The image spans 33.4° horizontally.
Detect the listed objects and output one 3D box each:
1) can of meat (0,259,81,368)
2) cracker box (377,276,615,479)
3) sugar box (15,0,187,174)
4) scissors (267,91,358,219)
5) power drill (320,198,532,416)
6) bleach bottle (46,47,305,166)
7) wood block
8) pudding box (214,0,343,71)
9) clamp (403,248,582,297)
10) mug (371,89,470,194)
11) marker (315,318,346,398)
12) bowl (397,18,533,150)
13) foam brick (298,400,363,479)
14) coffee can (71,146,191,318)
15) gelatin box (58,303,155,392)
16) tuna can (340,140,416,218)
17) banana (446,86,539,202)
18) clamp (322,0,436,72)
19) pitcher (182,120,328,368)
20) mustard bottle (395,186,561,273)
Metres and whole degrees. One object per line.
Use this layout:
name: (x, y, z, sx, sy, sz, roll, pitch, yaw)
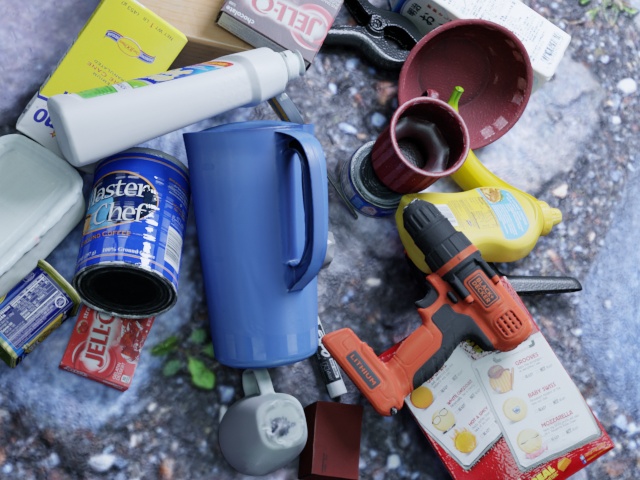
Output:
can of meat: (-0.283, 0.074, 1.029, 0.057, 0.102, 0.083, 45, 68, -1)
cracker box: (0.183, 0.171, 1.143, 0.164, 0.072, 0.214, -32, 85, -3)
sugar box: (-0.225, -0.163, 1.095, 0.093, 0.048, 0.176, 33, 97, -20)
scissors: (-0.011, -0.102, 1.158, 0.016, 0.096, 0.201, -37, 97, -3)
power drill: (0.095, 0.074, 1.091, 0.187, 0.057, 0.184, -38, 80, -4)
bleach bottle: (-0.137, -0.143, 1.060, 0.250, 0.103, 0.068, -20, 109, -17)
wood block: (-0.139, -0.239, 1.177, 0.206, 0.090, 0.091, 11, 70, -14)
pudding box: (-0.043, -0.244, 1.138, 0.113, 0.039, 0.090, 28, 66, -8)
clamp: (0.192, 0.057, 1.219, 0.210, 0.036, 0.164, 40, 67, 0)
mug: (0.108, -0.111, 1.182, 0.093, 0.082, 0.117, 14, 70, -13)
marker: (-0.001, 0.110, 1.152, 0.020, 0.020, 0.121, -16, 79, -22)
bowl: (0.163, -0.188, 1.251, 0.162, 0.055, 0.162, -4, 117, -8)
foam brick: (0.010, 0.210, 1.107, 0.053, 0.051, 0.078, 11, 70, -14)
coffee can: (-0.185, -0.008, 1.066, 0.102, 0.103, 0.140, 13, 55, -14)
gelatin box: (-0.215, 0.100, 1.080, 0.073, 0.030, 0.089, 22, 68, -10)
tuna can: (0.068, -0.071, 1.221, 0.086, 0.034, 0.086, 5, 72, -16)
banana: (0.188, -0.084, 1.244, 0.197, 0.070, 0.037, 50, 29, -20)
clamp: (0.052, -0.245, 1.267, 0.171, 0.039, 0.120, 33, 67, -1)
pitcher: (-0.057, 0.001, 1.070, 0.145, 0.149, 0.243, -4, 96, 4)
mustard bottle: (0.187, -0.017, 1.198, 0.191, 0.058, 0.096, -7, 48, -21)
